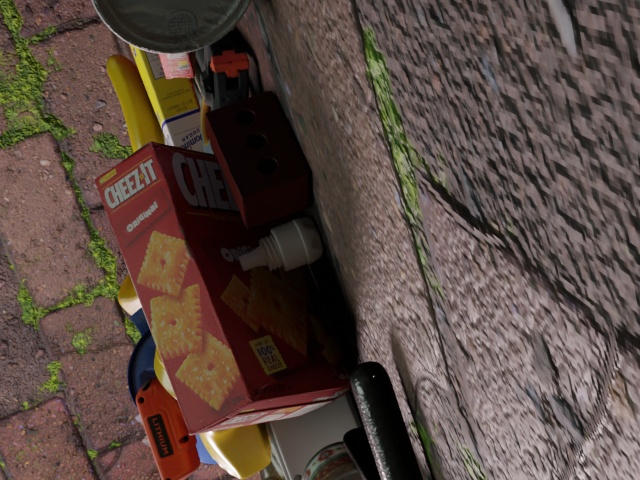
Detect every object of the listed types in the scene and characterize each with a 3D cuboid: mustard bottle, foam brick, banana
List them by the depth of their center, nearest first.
[{"bbox_3d":[-0.044,-0.057,0.761,0.051,0.053,0.078,86,160,-62],"label":"foam brick"},{"bbox_3d":[-0.096,0.125,0.906,0.096,0.058,0.191,57,171,36],"label":"mustard bottle"},{"bbox_3d":[-0.209,-0.144,1.204,0.070,0.037,0.198,-47,54,48],"label":"banana"}]

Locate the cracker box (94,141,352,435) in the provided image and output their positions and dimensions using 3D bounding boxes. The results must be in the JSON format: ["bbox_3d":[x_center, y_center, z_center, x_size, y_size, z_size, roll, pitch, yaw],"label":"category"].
[{"bbox_3d":[-0.069,0.036,0.843,0.164,0.072,0.214,6,-122,-60],"label":"cracker box"}]

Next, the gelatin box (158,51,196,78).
[{"bbox_3d":[-0.127,-0.200,0.943,0.073,0.030,0.089,82,-173,-52],"label":"gelatin box"}]

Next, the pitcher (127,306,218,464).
[{"bbox_3d":[-0.140,0.174,1.231,0.243,0.145,0.149,85,-173,-67],"label":"pitcher"}]

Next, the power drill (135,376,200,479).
[{"bbox_3d":[-0.072,0.176,1.036,0.057,0.188,0.184,-9,-100,-78],"label":"power drill"}]

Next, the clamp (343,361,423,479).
[{"bbox_3d":[0.063,0.196,0.727,0.164,0.036,0.210,97,151,-71],"label":"clamp"}]

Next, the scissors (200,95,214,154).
[{"bbox_3d":[-0.099,-0.056,1.036,0.096,0.016,0.202,48,140,44],"label":"scissors"}]

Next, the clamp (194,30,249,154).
[{"bbox_3d":[-0.080,-0.133,0.866,0.172,0.039,0.120,124,130,-73],"label":"clamp"}]

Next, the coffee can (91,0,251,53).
[{"bbox_3d":[-0.107,-0.192,0.679,0.140,0.102,0.103,-121,14,-53],"label":"coffee can"}]

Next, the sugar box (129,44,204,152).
[{"bbox_3d":[-0.159,-0.157,1.118,0.093,0.048,0.176,-141,34,-73],"label":"sugar box"}]
